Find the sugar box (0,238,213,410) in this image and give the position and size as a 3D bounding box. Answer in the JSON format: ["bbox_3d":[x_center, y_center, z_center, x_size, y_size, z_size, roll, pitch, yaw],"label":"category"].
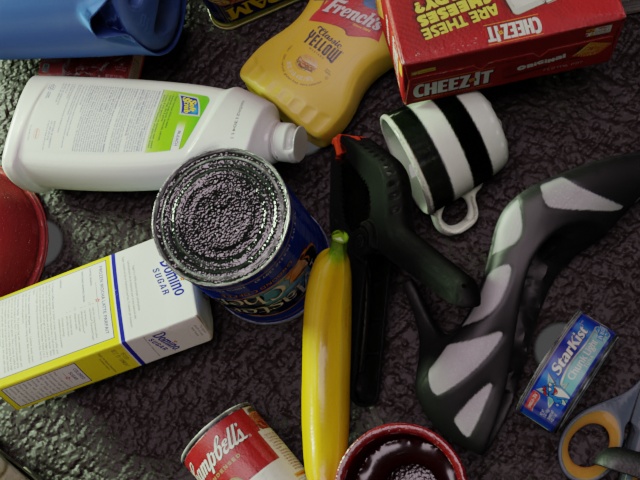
[{"bbox_3d":[-0.177,0.063,0.862,0.176,0.048,0.093,-18,52,5],"label":"sugar box"}]

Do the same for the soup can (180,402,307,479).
[{"bbox_3d":[-0.047,0.181,0.797,0.068,0.068,0.102,-43,71,-1],"label":"soup can"}]

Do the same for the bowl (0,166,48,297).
[{"bbox_3d":[-0.319,0.001,0.917,0.162,0.055,0.162,-3,75,12],"label":"bowl"}]

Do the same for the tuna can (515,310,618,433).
[{"bbox_3d":[0.176,0.094,0.760,0.034,0.086,0.086,33,84,17],"label":"tuna can"}]

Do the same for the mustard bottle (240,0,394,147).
[{"bbox_3d":[0.029,-0.176,0.884,0.096,0.058,0.191,40,86,19],"label":"mustard bottle"}]

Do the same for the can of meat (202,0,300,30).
[{"bbox_3d":[-0.062,-0.235,0.908,0.102,0.084,0.057,-21,71,6],"label":"can of meat"}]

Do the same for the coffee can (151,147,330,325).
[{"bbox_3d":[-0.055,0.001,0.810,0.103,0.140,0.103,-3,74,12],"label":"coffee can"}]

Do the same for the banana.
[{"bbox_3d":[0.003,0.092,0.787,0.037,0.069,0.198,1,88,6],"label":"banana"}]

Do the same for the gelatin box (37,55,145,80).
[{"bbox_3d":[-0.200,-0.173,0.951,0.089,0.030,0.073,8,77,15],"label":"gelatin box"}]

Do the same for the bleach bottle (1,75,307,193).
[{"bbox_3d":[-0.133,-0.080,0.875,0.251,0.068,0.102,7,74,22],"label":"bleach bottle"}]

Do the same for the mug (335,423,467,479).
[{"bbox_3d":[0.073,0.186,0.760,0.117,0.081,0.093,25,82,18],"label":"mug"}]

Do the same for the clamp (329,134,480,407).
[{"bbox_3d":[0.051,0.001,0.803,0.036,0.165,0.210,5,61,-30],"label":"clamp"}]

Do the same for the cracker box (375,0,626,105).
[{"bbox_3d":[0.118,-0.223,0.816,0.164,0.072,0.214,-12,68,1],"label":"cracker box"}]

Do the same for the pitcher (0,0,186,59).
[{"bbox_3d":[-0.241,-0.219,0.900,0.243,0.149,0.145,-1,89,18],"label":"pitcher"}]
